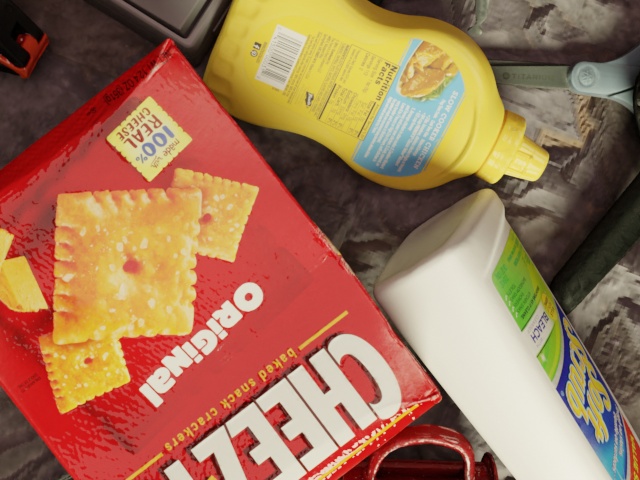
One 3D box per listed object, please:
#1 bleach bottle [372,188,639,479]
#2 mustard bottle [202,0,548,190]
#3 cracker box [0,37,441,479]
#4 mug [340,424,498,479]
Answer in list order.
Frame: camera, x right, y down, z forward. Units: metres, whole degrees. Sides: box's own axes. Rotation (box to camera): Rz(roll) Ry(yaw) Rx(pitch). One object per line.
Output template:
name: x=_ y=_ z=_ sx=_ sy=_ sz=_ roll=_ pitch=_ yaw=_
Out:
bleach bottle: x=0.131 y=0.098 z=0.586 sx=0.068 sy=0.102 sz=0.251 roll=-32 pitch=98 yaw=30
mustard bottle: x=0.037 y=-0.081 z=0.588 sx=0.191 sy=0.058 sz=0.096 roll=25 pitch=116 yaw=-3
cracker box: x=-0.070 y=0.038 z=0.520 sx=0.164 sy=0.072 sz=0.213 roll=-37 pitch=92 yaw=-1
mug: x=0.051 y=0.149 z=0.569 sx=0.081 sy=0.093 sz=0.117 roll=2 pitch=118 yaw=1
